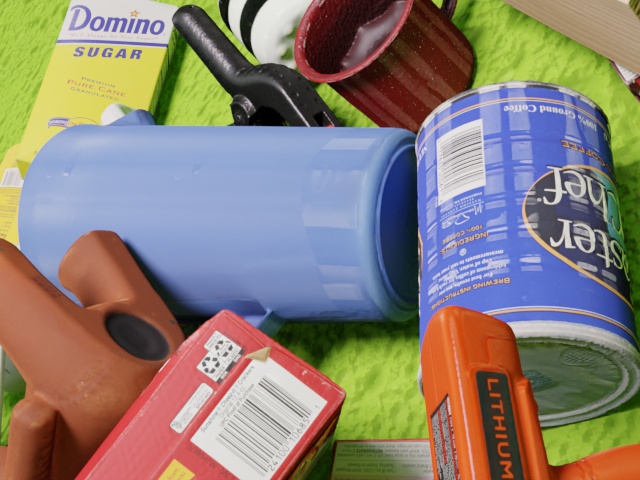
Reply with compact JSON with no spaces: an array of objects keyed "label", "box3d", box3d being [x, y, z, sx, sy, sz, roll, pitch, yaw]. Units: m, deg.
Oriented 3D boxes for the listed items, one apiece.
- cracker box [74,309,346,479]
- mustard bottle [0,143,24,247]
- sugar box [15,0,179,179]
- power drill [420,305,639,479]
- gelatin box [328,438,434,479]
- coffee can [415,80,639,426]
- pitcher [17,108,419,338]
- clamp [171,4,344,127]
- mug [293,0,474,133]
[{"label":"cracker box","box3d":[-0.065,0.133,0.506,0.072,0.214,0.164,36,76,8]},{"label":"mustard bottle","box3d":[-0.266,0.012,0.906,0.096,0.058,0.191,4,67,40]},{"label":"sugar box","box3d":[-0.182,-0.125,0.892,0.048,0.093,0.176,107,175,-68]},{"label":"power drill","box3d":[0.136,0.062,0.409,0.187,0.057,0.184,-1,63,-5]},{"label":"gelatin box","box3d":[0.060,0.118,0.513,0.089,0.073,0.030,-11,58,39]},{"label":"coffee can","box3d":[0.098,0.008,0.526,0.103,0.102,0.140,-22,51,33]},{"label":"pitcher","box3d":[-0.054,0.001,0.641,0.243,0.149,0.144,1,20,31]},{"label":"clamp","box3d":[-0.048,-0.101,0.746,0.039,0.120,0.172,-35,34,-32]},{"label":"mug","box3d":[0.050,-0.130,0.680,0.093,0.081,0.117,21,80,49]}]
